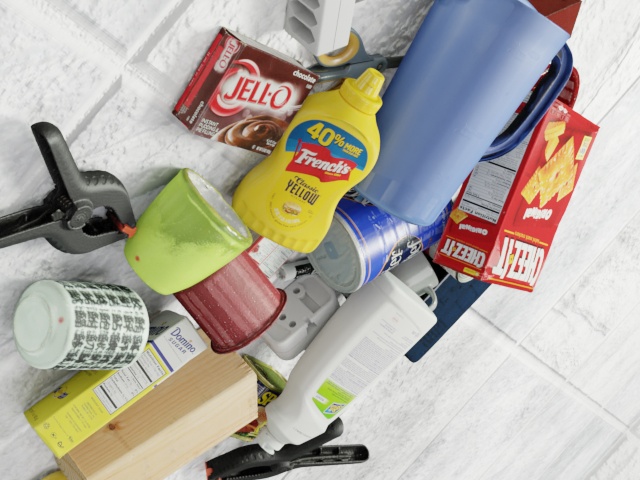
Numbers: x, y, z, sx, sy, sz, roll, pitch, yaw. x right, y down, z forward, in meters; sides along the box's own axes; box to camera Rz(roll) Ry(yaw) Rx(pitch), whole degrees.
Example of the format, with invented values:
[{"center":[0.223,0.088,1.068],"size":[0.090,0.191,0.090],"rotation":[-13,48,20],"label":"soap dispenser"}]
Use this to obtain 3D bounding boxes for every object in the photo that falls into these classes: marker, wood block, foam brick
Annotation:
[{"center":[-0.003,0.028,1.232],"size":[0.120,0.020,0.020],"rotation":[-11,135,-45],"label":"marker"},{"center":[-0.176,0.190,1.137],"size":[0.205,0.091,0.090],"rotation":[-30,146,-26],"label":"wood block"},{"center":[0.240,-0.245,1.176],"size":[0.078,0.053,0.051],"rotation":[-26,144,-31],"label":"foam brick"}]

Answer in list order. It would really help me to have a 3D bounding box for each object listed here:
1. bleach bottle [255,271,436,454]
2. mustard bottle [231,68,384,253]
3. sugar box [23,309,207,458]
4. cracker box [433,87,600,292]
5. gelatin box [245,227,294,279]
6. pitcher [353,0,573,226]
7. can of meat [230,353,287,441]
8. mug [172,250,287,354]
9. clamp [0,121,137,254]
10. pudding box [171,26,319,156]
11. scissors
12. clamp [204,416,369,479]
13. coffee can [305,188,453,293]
[{"center":[0.015,0.148,1.236],"size":[0.251,0.068,0.102],"rotation":[-46,126,7],"label":"bleach bottle"},{"center":[0.001,-0.082,1.016],"size":[0.096,0.058,0.192],"rotation":[29,115,-15],"label":"mustard bottle"},{"center":[-0.201,0.136,1.041],"size":[0.176,0.048,0.093],"rotation":[-39,-166,-17],"label":"sugar box"},{"center":[0.225,-0.055,1.202],"size":[0.164,0.072,0.214],"rotation":[13,99,-57],"label":"cracker box"},{"center":[-0.057,0.001,1.120],"size":[0.089,0.030,0.073],"rotation":[-46,152,-1],"label":"gelatin box"},{"center":[0.136,-0.135,1.064],"size":[0.243,0.149,0.144],"rotation":[-58,168,15],"label":"pitcher"},{"center":[-0.086,0.193,1.289],"size":[0.084,0.057,0.102],"rotation":[-46,151,3],"label":"can of meat"},{"center":[-0.100,0.050,1.053],"size":[0.093,0.117,0.081],"rotation":[-47,114,-24],"label":"mug"},{"center":[-0.206,-0.037,0.876],"size":[0.120,0.039,0.171],"rotation":[-52,156,18],"label":"clamp"},{"center":[-0.065,-0.129,0.942],"size":[0.113,0.039,0.090],"rotation":[10,118,-56],"label":"pudding box"},{"center":[0.052,-0.186,1.045],"size":[0.201,0.016,0.096],"rotation":[-27,146,-30],"label":"scissors"},{"center":[-0.048,0.269,1.348],"size":[0.210,0.036,0.164],"rotation":[-11,153,3],"label":"clamp"},{"center":[0.063,-0.018,1.176],"size":[0.140,0.103,0.103],"rotation":[-28,145,-29],"label":"coffee can"}]
